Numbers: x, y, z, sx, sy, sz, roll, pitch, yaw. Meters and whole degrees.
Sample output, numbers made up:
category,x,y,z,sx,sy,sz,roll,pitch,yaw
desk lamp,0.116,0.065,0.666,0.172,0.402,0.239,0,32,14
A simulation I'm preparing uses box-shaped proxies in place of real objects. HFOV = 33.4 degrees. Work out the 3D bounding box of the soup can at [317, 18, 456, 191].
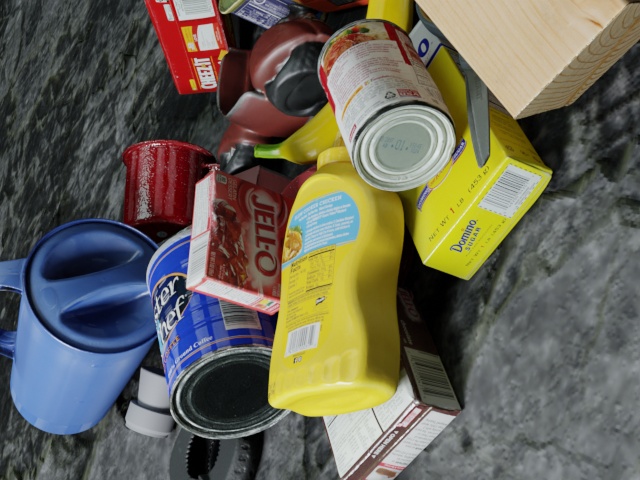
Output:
category,x,y,z,sx,sy,sz,roll,pitch,yaw
soup can,0.041,-0.088,0.687,0.069,0.068,0.102,-53,34,28

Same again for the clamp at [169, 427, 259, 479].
category,x,y,z,sx,sy,sz,roll,pitch,yaw
clamp,-0.082,0.206,0.841,0.165,0.036,0.210,-13,59,44

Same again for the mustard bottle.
category,x,y,z,sx,sy,sz,roll,pitch,yaw
mustard bottle,0.013,0.013,0.696,0.096,0.058,0.191,-25,54,49

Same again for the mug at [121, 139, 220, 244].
category,x,y,z,sx,sy,sz,roll,pitch,yaw
mug,-0.137,-0.043,1.031,0.117,0.093,0.081,-7,68,17

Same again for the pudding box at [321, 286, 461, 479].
category,x,y,z,sx,sy,sz,roll,pitch,yaw
pudding box,0.038,0.095,0.711,0.090,0.039,0.113,-53,34,28

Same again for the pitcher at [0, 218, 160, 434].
category,x,y,z,sx,sy,sz,roll,pitch,yaw
pitcher,-0.237,0.091,1.008,0.149,0.144,0.243,46,144,9

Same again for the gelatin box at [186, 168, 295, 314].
category,x,y,z,sx,sy,sz,roll,pitch,yaw
gelatin box,-0.055,0.001,0.766,0.030,0.073,0.089,-30,49,46

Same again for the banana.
category,x,y,z,sx,sy,sz,roll,pitch,yaw
banana,0.027,-0.132,0.828,0.198,0.069,0.037,-57,2,3

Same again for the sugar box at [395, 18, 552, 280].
category,x,y,z,sx,sy,sz,roll,pitch,yaw
sugar box,0.083,-0.067,0.720,0.093,0.048,0.176,-54,36,26

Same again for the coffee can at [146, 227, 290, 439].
category,x,y,z,sx,sy,sz,roll,pitch,yaw
coffee can,-0.078,0.070,0.846,0.103,0.102,0.140,-53,35,27

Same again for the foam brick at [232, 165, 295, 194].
category,x,y,z,sx,sy,sz,roll,pitch,yaw
foam brick,-0.055,-0.026,0.912,0.078,0.051,0.053,-16,60,54

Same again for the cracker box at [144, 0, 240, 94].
category,x,y,z,sx,sy,sz,roll,pitch,yaw
cracker box,-0.125,-0.280,1.062,0.164,0.072,0.213,78,-172,-59

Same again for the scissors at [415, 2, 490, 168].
category,x,y,z,sx,sy,sz,roll,pitch,yaw
scissors,0.115,-0.129,0.686,0.096,0.016,0.202,-28,42,11

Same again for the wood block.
category,x,y,z,sx,sy,sz,roll,pitch,yaw
wood block,0.095,-0.181,0.620,0.206,0.090,0.091,52,124,13

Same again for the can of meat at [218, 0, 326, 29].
category,x,y,z,sx,sy,sz,roll,pitch,yaw
can of meat,-0.040,-0.240,0.972,0.058,0.083,0.102,-28,51,50
